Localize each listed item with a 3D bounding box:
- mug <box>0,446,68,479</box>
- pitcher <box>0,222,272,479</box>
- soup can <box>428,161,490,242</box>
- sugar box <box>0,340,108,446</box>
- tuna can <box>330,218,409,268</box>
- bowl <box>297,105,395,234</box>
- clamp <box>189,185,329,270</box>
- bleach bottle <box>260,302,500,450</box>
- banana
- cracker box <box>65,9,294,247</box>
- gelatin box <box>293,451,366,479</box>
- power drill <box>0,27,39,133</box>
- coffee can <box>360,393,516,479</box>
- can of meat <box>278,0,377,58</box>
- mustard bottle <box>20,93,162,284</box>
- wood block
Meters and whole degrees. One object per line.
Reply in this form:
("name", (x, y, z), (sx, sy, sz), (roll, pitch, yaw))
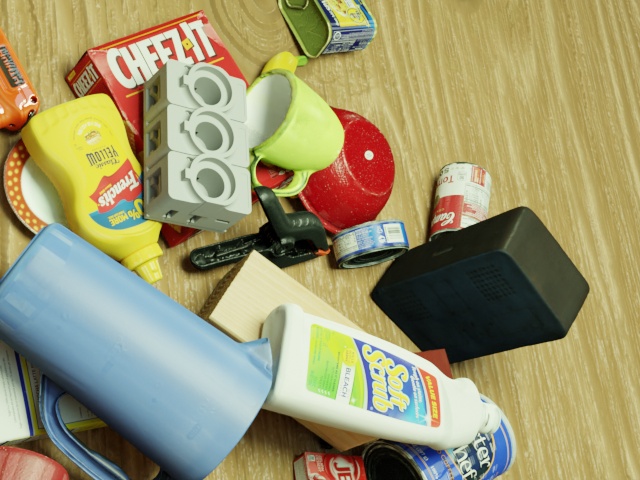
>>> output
("mug", (-0.257, 0.232, 0.907), (0.117, 0.093, 0.081), (53, 38, -45))
("pitcher", (-0.176, 0.105, 0.932), (0.242, 0.145, 0.149), (38, 42, -10))
("soup can", (0.173, -0.038, 1.317), (0.068, 0.069, 0.102), (25, 58, -24))
("sugar box", (-0.253, 0.133, 0.971), (0.175, 0.048, 0.093), (-5, 74, -33))
("tuna can", (0.057, 0.005, 1.209), (0.085, 0.086, 0.034), (-4, 75, -35))
("bowl", (0.036, -0.088, 1.231), (0.161, 0.055, 0.162), (20, 61, -42))
("clamp", (-0.057, 0.001, 1.136), (0.171, 0.120, 0.039), (25, 37, -55))
("bleach bottle", (0.064, 0.140, 1.033), (0.250, 0.068, 0.102), (17, 66, -22))
("banana", (-0.044, -0.146, 1.234), (0.069, 0.037, 0.198), (17, 62, -28))
("cracker box", (-0.141, -0.123, 1.136), (0.163, 0.072, 0.214), (-31, 89, -40))
("gelatin box", (0.014, 0.264, 1.097), (0.073, 0.030, 0.089), (12, 53, -29))
("power drill", (-0.375, -0.142, 0.997), (0.187, 0.057, 0.184), (-29, 92, -36))
("coffee can", (0.127, 0.235, 1.150), (0.140, 0.103, 0.103), (-22, 84, -38))
("can of meat", (0.010, -0.277, 1.306), (0.083, 0.058, 0.102), (-14, 67, -39))
("mustard bottle", (-0.207, -0.043, 1.040), (0.096, 0.058, 0.191), (-27, 88, -41))
("wood block", (-0.023, 0.115, 1.090), (0.206, 0.090, 0.090), (37, 58, -9))
